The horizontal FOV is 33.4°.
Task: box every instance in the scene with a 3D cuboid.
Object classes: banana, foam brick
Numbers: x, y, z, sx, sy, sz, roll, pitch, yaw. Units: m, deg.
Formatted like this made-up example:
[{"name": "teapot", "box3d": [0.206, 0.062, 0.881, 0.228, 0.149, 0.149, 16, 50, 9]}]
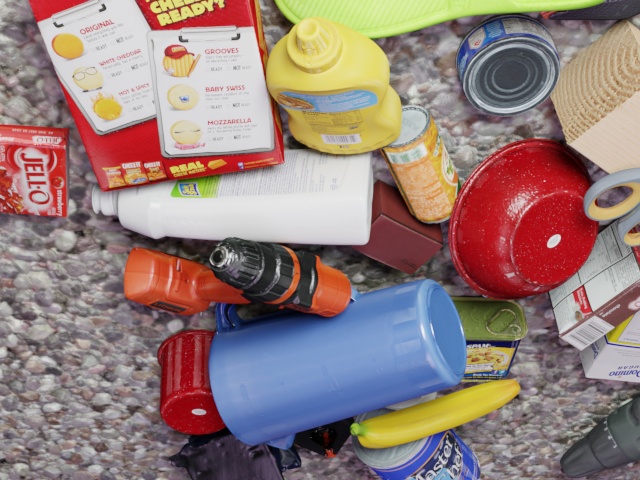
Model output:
[{"name": "banana", "box3d": [0.119, 0.191, 1.153, 0.197, 0.037, 0.070, -14, 170, -16]}, {"name": "foam brick", "box3d": [0.071, -0.012, 1.031, 0.078, 0.051, 0.053, 25, 129, -26]}]

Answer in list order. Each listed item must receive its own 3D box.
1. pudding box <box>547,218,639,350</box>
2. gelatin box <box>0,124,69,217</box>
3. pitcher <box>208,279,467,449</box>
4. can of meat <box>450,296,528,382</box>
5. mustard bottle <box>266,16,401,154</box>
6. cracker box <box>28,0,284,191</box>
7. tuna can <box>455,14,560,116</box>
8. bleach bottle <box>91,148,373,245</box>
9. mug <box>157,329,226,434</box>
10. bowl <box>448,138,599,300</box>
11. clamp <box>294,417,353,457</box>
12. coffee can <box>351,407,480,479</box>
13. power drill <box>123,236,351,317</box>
[{"name": "pudding box", "box3d": [0.283, 0.043, 1.077, 0.039, 0.090, 0.114, 30, 126, -28]}, {"name": "gelatin box", "box3d": [-0.266, -0.063, 0.968, 0.073, 0.030, 0.089, 4, 135, -9]}, {"name": "pitcher", "box3d": [0.014, 0.110, 1.075, 0.243, 0.145, 0.149, -18, 147, 24]}, {"name": "can of meat", "box3d": [0.164, 0.109, 1.157, 0.102, 0.057, 0.084, 1, 137, -6]}, {"name": "mustard bottle", "box3d": [0.008, -0.126, 0.849, 0.096, 0.058, 0.191, 2, 166, 11]}, {"name": "cracker box", "box3d": [-0.126, -0.148, 0.866, 0.164, 0.072, 0.214, -8, 134, 3]}, {"name": "tuna can", "box3d": [0.161, -0.148, 0.914, 0.086, 0.034, 0.086, -2, 135, -2]}, {"name": "bleach bottle", "box3d": [-0.080, -0.043, 0.970, 0.251, 0.102, 0.068, 1, 128, 6]}, {"name": "mug", "box3d": [-0.131, 0.165, 1.171, 0.093, 0.081, 0.117, -11, 135, 6]}, {"name": "bowl", "box3d": [0.202, -0.010, 0.990, 0.161, 0.055, 0.162, -8, 112, -20]}, {"name": "clamp", "box3d": [-0.015, 0.202, 1.248, 0.120, 0.039, 0.171, -4, 135, 1]}, {"name": "coffee can", "box3d": [0.115, 0.252, 1.264, 0.103, 0.103, 0.140, -25, 132, 19]}, {"name": "power drill", "box3d": [-0.090, 0.035, 0.985, 0.188, 0.057, 0.184, 0, 165, 35]}]
